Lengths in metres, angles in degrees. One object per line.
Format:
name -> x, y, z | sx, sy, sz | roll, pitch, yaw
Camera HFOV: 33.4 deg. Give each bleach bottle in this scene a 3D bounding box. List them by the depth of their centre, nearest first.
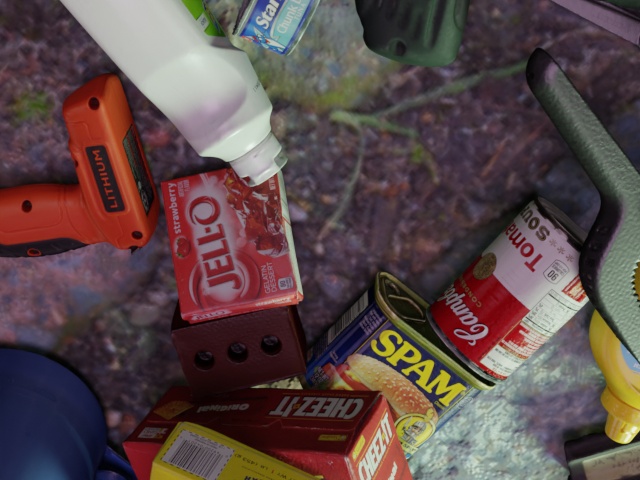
bleach bottle -> -0.101, -0.133, 0.581 | 0.068, 0.102, 0.250 | -30, 109, 17

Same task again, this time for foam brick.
foam brick -> -0.052, 0.061, 0.691 | 0.078, 0.051, 0.053 | -14, 112, 5

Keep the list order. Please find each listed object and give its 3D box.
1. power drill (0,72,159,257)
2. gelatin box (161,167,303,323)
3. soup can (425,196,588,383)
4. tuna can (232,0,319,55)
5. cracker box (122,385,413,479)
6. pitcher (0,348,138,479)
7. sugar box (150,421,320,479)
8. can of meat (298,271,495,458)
power drill -> -0.204, -0.043, 0.645 | 0.188, 0.057, 0.184 | -13, 116, 8
gelatin box -> -0.054, 0.001, 0.654 | 0.073, 0.030, 0.089 | -11, 75, 5
soup can -> 0.125, 0.031, 0.671 | 0.068, 0.068, 0.102 | 38, 107, -15
tuna can -> -0.017, -0.146, 0.586 | 0.033, 0.086, 0.086 | 23, 111, -11
cracker box -> -0.013, 0.198, 0.705 | 0.164, 0.072, 0.213 | -3, 119, 28
pitcher -> -0.201, 0.183, 0.638 | 0.149, 0.243, 0.145 | -20, 115, 8
sugar box -> -0.062, 0.197, 0.652 | 0.093, 0.048, 0.176 | 22, 126, 12
can of meat -> 0.048, 0.085, 0.700 | 0.102, 0.057, 0.084 | 38, 110, -14
